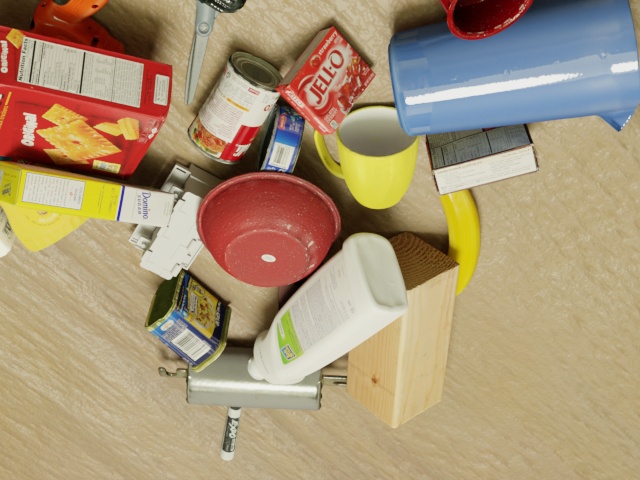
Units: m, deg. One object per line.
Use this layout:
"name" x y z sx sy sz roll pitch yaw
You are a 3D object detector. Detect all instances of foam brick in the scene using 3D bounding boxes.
"foam brick" -0.024 0.038 1.272 0.053 0.051 0.078 1 124 0

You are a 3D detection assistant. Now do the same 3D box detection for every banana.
"banana" 0.155 0.001 1.254 0.069 0.037 0.198 4 124 -3

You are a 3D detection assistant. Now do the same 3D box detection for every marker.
"marker" -0.118 0.246 1.433 0.020 0.020 0.121 8 124 -5

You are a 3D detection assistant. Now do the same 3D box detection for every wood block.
"wood block" 0.095 0.107 1.275 0.090 0.091 0.206 -24 132 -34

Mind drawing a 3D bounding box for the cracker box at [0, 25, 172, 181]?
"cracker box" -0.275 -0.135 1.082 0.213 0.072 0.164 10 157 -22

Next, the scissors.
"scissors" -0.103 -0.232 1.115 0.096 0.016 0.202 -1 126 0

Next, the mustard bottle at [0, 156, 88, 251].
"mustard bottle" -0.341 -0.085 1.188 0.096 0.058 0.191 -33 118 1

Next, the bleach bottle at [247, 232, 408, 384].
"bleach bottle" -0.007 0.092 1.224 0.067 0.102 0.251 4 150 -39

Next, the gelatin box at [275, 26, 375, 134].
"gelatin box" 0.007 -0.166 1.118 0.073 0.089 0.030 45 158 -24

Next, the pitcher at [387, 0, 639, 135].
"pitcher" 0.194 -0.188 1.083 0.243 0.149 0.145 -8 145 10

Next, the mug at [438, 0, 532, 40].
"mug" 0.138 -0.254 1.003 0.117 0.081 0.093 11 134 -45

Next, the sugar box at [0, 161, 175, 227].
"sugar box" -0.257 -0.048 1.154 0.175 0.093 0.048 11 92 -34

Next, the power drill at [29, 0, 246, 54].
"power drill" -0.190 -0.242 1.065 0.184 0.057 0.188 32 129 -22

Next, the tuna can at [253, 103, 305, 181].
"tuna can" -0.045 -0.103 1.158 0.033 0.086 0.086 15 123 -11

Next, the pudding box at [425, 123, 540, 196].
"pudding box" 0.174 -0.096 1.157 0.113 0.090 0.039 -15 122 10

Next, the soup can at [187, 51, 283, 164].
"soup can" -0.091 -0.142 1.143 0.068 0.068 0.102 25 120 -16

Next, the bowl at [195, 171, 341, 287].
"bowl" -0.058 0.001 1.164 0.162 0.055 0.162 0 136 0

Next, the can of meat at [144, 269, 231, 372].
"can of meat" -0.159 0.094 1.283 0.058 0.102 0.084 -38 114 23
